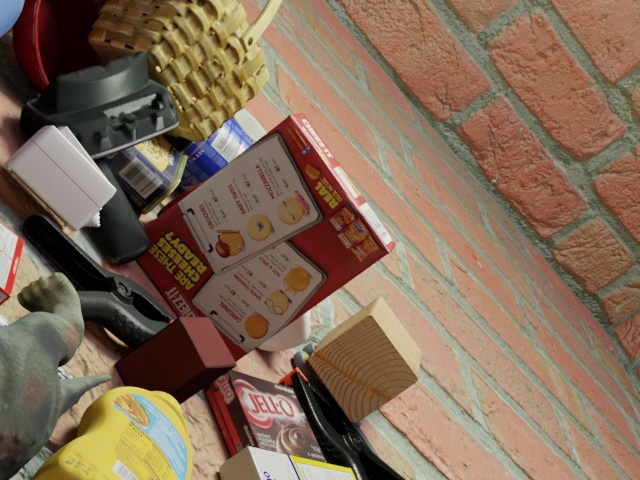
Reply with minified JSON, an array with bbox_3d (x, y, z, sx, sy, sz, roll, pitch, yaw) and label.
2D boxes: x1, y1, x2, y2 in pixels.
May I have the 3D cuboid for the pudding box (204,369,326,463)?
[{"bbox_3d":[-0.053,0.177,1.021,0.113,0.039,0.090,30,27,-53],"label":"pudding box"}]

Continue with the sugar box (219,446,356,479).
[{"bbox_3d":[-0.015,0.247,0.974,0.176,0.048,0.093,25,32,-51],"label":"sugar box"}]

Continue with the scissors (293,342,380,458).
[{"bbox_3d":[0.025,0.200,1.224,0.096,0.016,0.202,28,28,-59],"label":"scissors"}]

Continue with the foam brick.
[{"bbox_3d":[-0.123,0.105,0.908,0.051,0.078,0.053,60,18,17],"label":"foam brick"}]

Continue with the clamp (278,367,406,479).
[{"bbox_3d":[0.026,0.229,1.132,0.210,0.036,0.164,51,15,-2],"label":"clamp"}]

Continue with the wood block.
[{"bbox_3d":[0.056,0.135,1.255,0.091,0.090,0.206,55,7,1],"label":"wood block"}]

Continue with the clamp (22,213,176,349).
[{"bbox_3d":[-0.184,0.055,0.913,0.171,0.039,0.120,38,23,-32],"label":"clamp"}]

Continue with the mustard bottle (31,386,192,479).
[{"bbox_3d":[-0.140,0.160,0.785,0.096,0.058,0.191,50,17,-8],"label":"mustard bottle"}]

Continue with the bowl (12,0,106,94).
[{"bbox_3d":[-0.269,-0.208,1.109,0.162,0.055,0.162,2,90,-68],"label":"bowl"}]

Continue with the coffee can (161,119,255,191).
[{"bbox_3d":[-0.117,-0.085,1.268,0.140,0.103,0.103,44,19,-28],"label":"coffee can"}]

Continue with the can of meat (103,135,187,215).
[{"bbox_3d":[-0.195,-0.087,1.142,0.084,0.057,0.102,45,18,-19],"label":"can of meat"}]

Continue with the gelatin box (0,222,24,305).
[{"bbox_3d":[-0.270,0.003,0.802,0.089,0.030,0.073,44,20,-29],"label":"gelatin box"}]

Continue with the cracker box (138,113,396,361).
[{"bbox_3d":[-0.057,0.001,1.058,0.164,0.214,0.072,54,15,1],"label":"cracker box"}]

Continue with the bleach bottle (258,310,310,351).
[{"bbox_3d":[-0.039,0.047,1.271,0.250,0.068,0.102,-65,145,-78],"label":"bleach bottle"}]
